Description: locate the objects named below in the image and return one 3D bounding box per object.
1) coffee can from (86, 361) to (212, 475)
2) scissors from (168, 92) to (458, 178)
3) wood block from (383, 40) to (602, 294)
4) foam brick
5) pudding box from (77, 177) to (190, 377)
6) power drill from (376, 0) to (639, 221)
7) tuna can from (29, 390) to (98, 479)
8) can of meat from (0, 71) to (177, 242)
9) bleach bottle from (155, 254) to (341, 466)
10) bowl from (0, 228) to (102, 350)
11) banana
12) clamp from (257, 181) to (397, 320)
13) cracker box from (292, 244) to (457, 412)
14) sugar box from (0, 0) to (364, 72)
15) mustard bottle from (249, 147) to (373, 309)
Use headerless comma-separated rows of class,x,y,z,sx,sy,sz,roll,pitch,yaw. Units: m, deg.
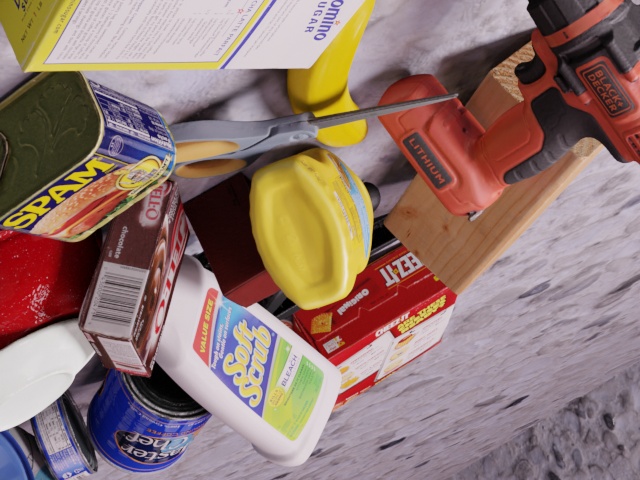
coffee can,-0.147,0.141,0.965,0.102,0.103,0.140,-14,156,-31
scissors,-0.019,-0.064,0.664,0.201,0.016,0.096,-7,169,-1
wood block,0.142,-0.056,0.822,0.090,0.090,0.206,-39,169,-34
foam brick,-0.055,0.001,0.771,0.053,0.078,0.051,-29,158,6
pudding box,-0.120,0.024,0.706,0.039,0.113,0.090,13,159,6
power drill,0.120,-0.100,0.667,0.057,0.184,0.188,-44,-168,-37
tuna can,-0.236,0.179,0.978,0.033,0.086,0.086,-23,160,-7
can of meat,-0.141,-0.044,0.589,0.102,0.057,0.083,-32,162,17
bleach bottle,-0.085,0.088,0.850,0.068,0.102,0.250,10,157,44
bowl,-0.201,0.054,0.710,0.162,0.055,0.162,-35,164,-12
banana,0.011,-0.102,0.657,0.069,0.037,0.198,-19,159,-14
clamp,-0.002,0.015,0.913,0.171,0.039,0.120,-38,153,-5
cracker box,0.055,0.091,1.125,0.164,0.072,0.214,-30,160,-11
sugar box,-0.054,-0.125,0.510,0.175,0.048,0.093,-12,155,-44
mustard bottle,0.002,-0.017,0.753,0.058,0.096,0.191,-21,-175,12
